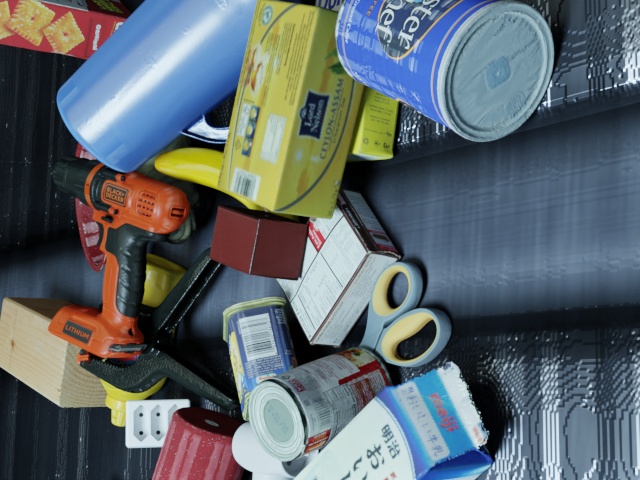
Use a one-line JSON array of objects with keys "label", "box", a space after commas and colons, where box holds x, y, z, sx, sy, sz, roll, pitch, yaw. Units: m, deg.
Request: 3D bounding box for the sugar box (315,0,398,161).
[{"label": "sugar box", "box": [0.030, -0.159, 0.936, 0.094, 0.048, 0.176, 2, 87, 52]}]

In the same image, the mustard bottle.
[{"label": "mustard bottle", "box": [-0.204, 0.114, 1.184, 0.096, 0.058, 0.192, 20, 101, 39]}]

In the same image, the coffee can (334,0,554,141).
[{"label": "coffee can", "box": [0.091, -0.146, 0.808, 0.140, 0.102, 0.103, 37, 113, 49]}]

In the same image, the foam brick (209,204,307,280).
[{"label": "foam brick", "box": [-0.056, 0.001, 0.953, 0.078, 0.052, 0.051, 18, 98, 54]}]

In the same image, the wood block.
[{"label": "wood block", "box": [-0.314, 0.132, 1.300, 0.206, 0.090, 0.091, 14, 96, 52]}]

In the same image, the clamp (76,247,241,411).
[{"label": "clamp", "box": [-0.168, 0.096, 1.108, 0.210, 0.036, 0.164, -7, 80, 31]}]

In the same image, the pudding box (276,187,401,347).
[{"label": "pudding box", "box": [0.012, 0.023, 0.935, 0.114, 0.039, 0.090, -59, 43, 30]}]

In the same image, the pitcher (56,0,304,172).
[{"label": "pitcher", "box": [-0.125, -0.168, 1.014, 0.243, 0.144, 0.149, -39, 46, 15]}]

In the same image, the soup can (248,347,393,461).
[{"label": "soup can", "box": [0.001, 0.131, 0.862, 0.069, 0.102, 0.068, 15, 111, 44]}]

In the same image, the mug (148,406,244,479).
[{"label": "mug", "box": [-0.114, 0.211, 1.039, 0.117, 0.093, 0.081, -90, 17, -84]}]

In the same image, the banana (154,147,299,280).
[{"label": "banana", "box": [-0.081, -0.045, 1.033, 0.069, 0.037, 0.198, -43, 62, -10]}]

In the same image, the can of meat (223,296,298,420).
[{"label": "can of meat", "box": [-0.052, 0.109, 0.965, 0.102, 0.057, 0.084, 102, 156, -66]}]

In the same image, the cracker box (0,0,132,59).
[{"label": "cracker box", "box": [-0.357, -0.293, 1.326, 0.164, 0.213, 0.072, 50, 124, 45]}]

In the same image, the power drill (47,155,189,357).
[{"label": "power drill", "box": [-0.223, 0.014, 1.089, 0.185, 0.057, 0.188, 19, 100, 37]}]

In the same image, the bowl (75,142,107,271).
[{"label": "bowl", "box": [-0.244, -0.046, 1.248, 0.162, 0.055, 0.162, 174, 90, -66]}]

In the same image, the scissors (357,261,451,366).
[{"label": "scissors", "box": [0.034, 0.082, 0.912, 0.202, 0.016, 0.096, -26, 67, 47]}]
